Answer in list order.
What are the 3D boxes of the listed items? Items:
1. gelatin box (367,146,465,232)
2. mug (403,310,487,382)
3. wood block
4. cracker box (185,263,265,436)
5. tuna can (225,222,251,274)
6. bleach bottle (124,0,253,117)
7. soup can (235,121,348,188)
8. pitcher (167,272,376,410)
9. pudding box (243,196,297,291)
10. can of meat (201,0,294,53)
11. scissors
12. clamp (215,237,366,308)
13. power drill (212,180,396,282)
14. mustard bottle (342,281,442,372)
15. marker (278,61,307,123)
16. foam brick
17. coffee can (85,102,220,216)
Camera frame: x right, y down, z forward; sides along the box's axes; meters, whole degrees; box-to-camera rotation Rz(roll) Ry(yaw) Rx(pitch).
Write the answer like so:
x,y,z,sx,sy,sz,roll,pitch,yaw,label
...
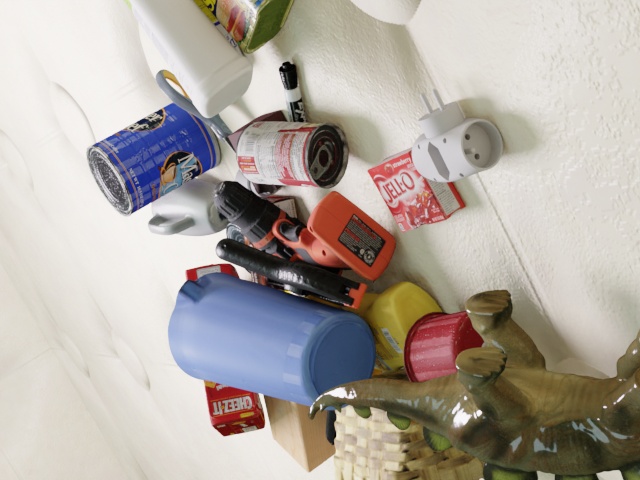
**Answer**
x,y,z,sx,sy,sz,roll,pitch,yaw,label
0.090,-0.050,1.025,0.073,0.030,0.089,60,155,-6,gelatin box
0.151,0.118,1.055,0.117,0.093,0.082,34,156,-18,mug
-0.021,0.203,1.447,0.090,0.090,0.206,37,148,39,wood block
-0.127,0.152,1.467,0.164,0.072,0.214,87,171,-75,cracker box
-0.087,0.006,1.405,0.086,0.033,0.086,42,151,30,tuna can
-0.171,-0.249,1.117,0.251,0.068,0.102,52,170,3,bleach bottle
-0.031,-0.091,1.121,0.102,0.068,0.068,6,127,39,soup can
-0.049,0.122,1.218,0.243,0.148,0.145,9,98,48,pitcher
-0.059,0.002,1.315,0.090,0.039,0.113,6,110,60,pudding box
-0.075,-0.248,1.064,0.084,0.057,0.102,51,155,8,can of meat
-0.130,-0.136,1.250,0.016,0.096,0.202,-46,59,24,scissors
-0.021,0.042,1.166,0.172,0.039,0.120,20,178,27,clamp
-0.017,-0.011,1.175,0.184,0.057,0.188,37,163,-22,power drill
0.071,0.103,1.203,0.096,0.058,0.192,54,155,-6,mustard bottle
-0.026,-0.138,1.146,0.020,0.020,0.121,32,145,43,marker
-0.058,-0.100,1.209,0.053,0.051,0.078,-6,114,62,foam brick
-0.215,-0.108,1.379,0.103,0.140,0.103,42,151,30,coffee can
